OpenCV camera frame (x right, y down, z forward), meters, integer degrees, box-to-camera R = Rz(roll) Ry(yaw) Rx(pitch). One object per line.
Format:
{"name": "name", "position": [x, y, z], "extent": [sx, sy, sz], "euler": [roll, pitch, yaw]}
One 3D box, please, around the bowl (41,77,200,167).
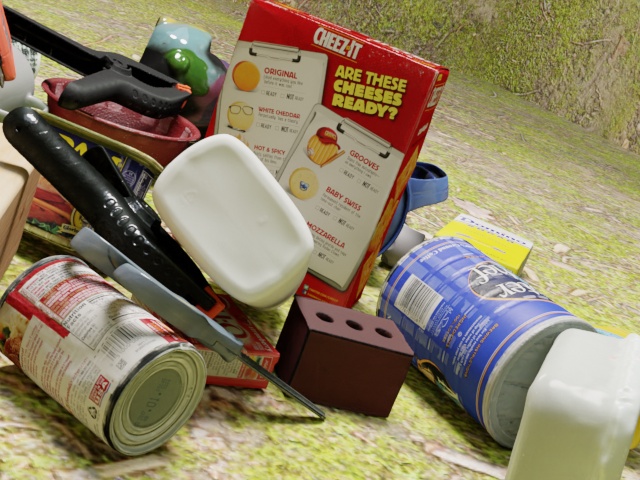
{"name": "bowl", "position": [-0.203, -0.107, 1.056], "extent": [0.162, 0.055, 0.162], "euler": [19, 15, -6]}

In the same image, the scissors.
{"name": "scissors", "position": [-0.055, 0.059, 0.600], "extent": [0.201, 0.016, 0.096], "euler": [39, -6, -20]}

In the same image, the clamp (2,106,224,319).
{"name": "clamp", "position": [-0.122, -0.012, 0.677], "extent": [0.171, 0.039, 0.120], "euler": [50, 10, 6]}

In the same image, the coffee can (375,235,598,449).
{"name": "coffee can", "position": [0.120, 0.071, 0.780], "extent": [0.102, 0.103, 0.140], "euler": [9, 19, -36]}

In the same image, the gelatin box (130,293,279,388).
{"name": "gelatin box", "position": [-0.079, 0.060, 0.696], "extent": [0.073, 0.030, 0.089], "euler": [11, 18, -32]}

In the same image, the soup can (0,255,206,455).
{"name": "soup can", "position": [-0.119, 0.060, 0.574], "extent": [0.102, 0.068, 0.068], "euler": [31, 19, 32]}

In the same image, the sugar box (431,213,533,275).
{"name": "sugar box", "position": [0.172, 0.015, 1.144], "extent": [0.093, 0.048, 0.176], "euler": [24, 17, 11]}

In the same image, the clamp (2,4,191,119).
{"name": "clamp", "position": [-0.212, -0.164, 1.030], "extent": [0.165, 0.036, 0.209], "euler": [43, 20, 27]}

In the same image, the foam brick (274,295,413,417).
{"name": "foam brick", "position": [0.014, 0.078, 0.715], "extent": [0.078, 0.051, 0.053], "euler": [16, 17, -19]}

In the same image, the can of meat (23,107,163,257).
{"name": "can of meat", "position": [-0.179, -0.037, 0.773], "extent": [0.102, 0.084, 0.057], "euler": [23, -7, 9]}

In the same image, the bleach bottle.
{"name": "bleach bottle", "position": [-0.055, 0.001, 0.745], "extent": [0.102, 0.068, 0.251], "euler": [51, -6, 3]}

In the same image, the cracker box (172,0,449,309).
{"name": "cracker box", "position": [-0.009, -0.071, 0.883], "extent": [0.164, 0.214, 0.072], "euler": [24, 16, 11]}
